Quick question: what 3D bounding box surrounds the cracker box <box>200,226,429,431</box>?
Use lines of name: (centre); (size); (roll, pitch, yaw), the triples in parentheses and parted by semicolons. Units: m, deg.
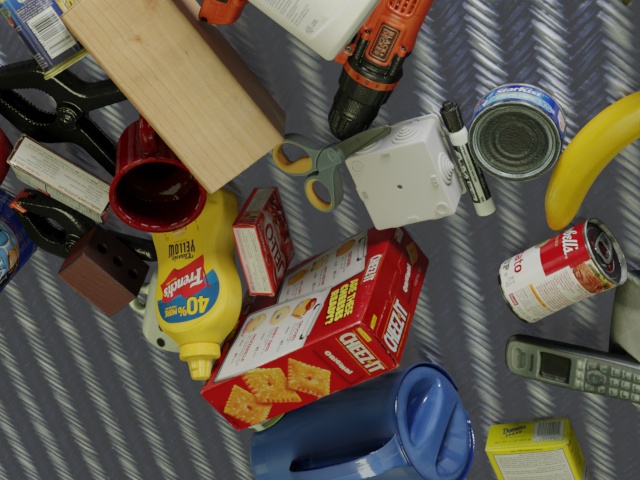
cracker box: (-0.004, 0.087, 1.077); (0.214, 0.164, 0.072); (-26, 116, 33)

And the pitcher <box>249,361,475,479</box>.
pitcher: (0.032, 0.225, 1.172); (0.243, 0.145, 0.149); (-22, 137, 39)

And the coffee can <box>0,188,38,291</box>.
coffee can: (-0.390, 0.019, 1.186); (0.103, 0.140, 0.103); (10, 127, 13)

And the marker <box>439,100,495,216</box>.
marker: (0.137, -0.077, 0.998); (0.020, 0.020, 0.121); (-10, 120, 26)

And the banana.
banana: (0.257, -0.079, 0.940); (0.069, 0.037, 0.198); (41, 128, -11)

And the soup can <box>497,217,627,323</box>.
soup can: (0.228, 0.030, 1.011); (0.102, 0.068, 0.068); (-30, 110, 35)

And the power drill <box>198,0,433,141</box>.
power drill: (-0.009, -0.192, 0.946); (0.187, 0.057, 0.185); (25, 126, -2)

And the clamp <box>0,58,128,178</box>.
clamp: (-0.245, -0.138, 1.084); (0.210, 0.036, 0.165); (24, 128, -2)

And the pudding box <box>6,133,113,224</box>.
pudding box: (-0.266, -0.062, 1.114); (0.113, 0.039, 0.090); (29, 170, -7)

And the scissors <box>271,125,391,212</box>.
scissors: (0.021, -0.065, 0.988); (0.202, 0.016, 0.096); (7, 133, 55)

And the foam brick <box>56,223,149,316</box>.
foam brick: (-0.234, 0.033, 1.154); (0.051, 0.053, 0.078); (-34, 116, 31)

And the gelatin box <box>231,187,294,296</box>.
gelatin box: (-0.057, 0.001, 1.092); (0.030, 0.073, 0.089); (-1, 124, 20)

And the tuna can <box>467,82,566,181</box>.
tuna can: (0.176, -0.096, 0.960); (0.086, 0.033, 0.086); (10, 127, 13)

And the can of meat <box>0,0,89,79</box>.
can of meat: (-0.252, -0.206, 0.996); (0.057, 0.102, 0.084); (-31, 110, 6)

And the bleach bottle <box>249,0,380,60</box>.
bleach bottle: (-0.060, -0.258, 0.849); (0.251, 0.068, 0.103); (38, 118, -3)

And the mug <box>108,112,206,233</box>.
mug: (-0.161, -0.077, 1.038); (0.093, 0.081, 0.117); (-9, 132, -1)

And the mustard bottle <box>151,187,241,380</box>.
mustard bottle: (-0.126, 0.046, 1.086); (0.096, 0.191, 0.058); (-12, 163, 28)

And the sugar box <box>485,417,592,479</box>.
sugar box: (0.257, 0.278, 1.197); (0.093, 0.048, 0.176); (-10, 124, 26)

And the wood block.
wood block: (-0.129, -0.157, 0.978); (0.090, 0.091, 0.206); (-35, 109, 14)

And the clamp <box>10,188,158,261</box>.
clamp: (-0.261, -0.003, 1.189); (0.120, 0.039, 0.171); (-36, 114, 29)
